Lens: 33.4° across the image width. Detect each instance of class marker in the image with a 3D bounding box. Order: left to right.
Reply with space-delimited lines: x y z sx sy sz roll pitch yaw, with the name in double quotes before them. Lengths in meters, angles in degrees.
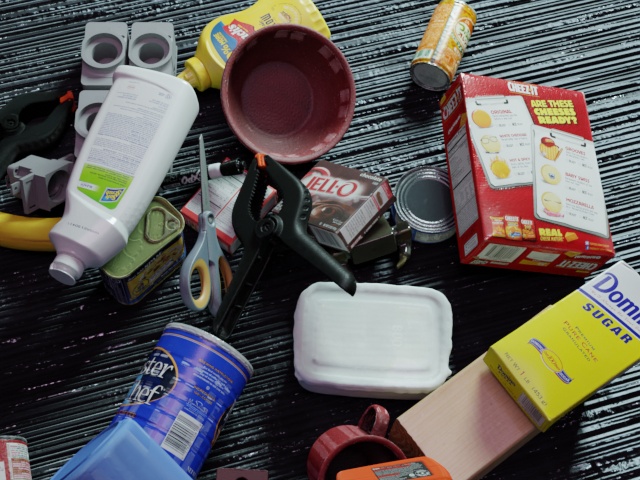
"marker" -0.138 -0.073 1.203 0.121 0.020 0.020 -10 62 22

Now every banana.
"banana" -0.311 -0.016 1.191 0.197 0.037 0.069 -3 37 -7

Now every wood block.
"wood block" 0.179 0.170 1.089 0.206 0.090 0.091 -34 70 -17

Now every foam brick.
"foam brick" -0.079 0.268 1.053 0.053 0.051 0.078 3 64 -1

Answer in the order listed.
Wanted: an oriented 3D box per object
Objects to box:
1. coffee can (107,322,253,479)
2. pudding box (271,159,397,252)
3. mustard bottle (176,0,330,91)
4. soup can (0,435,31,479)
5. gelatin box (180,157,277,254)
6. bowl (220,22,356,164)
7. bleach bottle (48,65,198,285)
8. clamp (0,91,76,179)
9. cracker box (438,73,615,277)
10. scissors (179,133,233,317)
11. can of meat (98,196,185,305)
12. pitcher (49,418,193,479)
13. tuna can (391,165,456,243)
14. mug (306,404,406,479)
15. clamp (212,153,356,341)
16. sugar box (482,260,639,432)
"coffee can" -0.144 0.168 1.069 0.103 0.103 0.140 24 66 9
"pudding box" 0.015 -0.040 1.184 0.114 0.039 0.090 21 61 44
"mustard bottle" -0.090 -0.232 1.288 0.191 0.058 0.096 -32 81 -15
"soup can" -0.315 0.250 1.043 0.068 0.068 0.102 -12 66 -8
"gelatin box" -0.103 -0.040 1.211 0.073 0.030 0.089 33 68 14
"bowl" -0.043 -0.167 1.240 0.162 0.055 0.162 0 90 -18
"bleach bottle" -0.220 -0.066 1.116 0.103 0.068 0.250 14 60 16
"clamp" -0.356 -0.116 1.232 0.171 0.039 0.120 -25 69 -14
"cracker box" 0.228 -0.072 1.199 0.164 0.072 0.213 6 62 -19
"scissors" -0.131 -0.011 1.138 0.016 0.096 0.202 -10 95 28
"can of meat" -0.193 0.013 1.152 0.102 0.084 0.057 -41 72 -19
"pitcher" -0.139 0.287 0.943 0.145 0.149 0.243 -39 95 15
"tuna can" 0.124 -0.040 1.218 0.086 0.034 0.086 1 64 -2
"mug" 0.037 0.217 1.046 0.093 0.081 0.117 18 88 -13
"clamp" -0.057 0.001 1.141 0.165 0.036 0.210 -26 55 14
"sugar box" 0.258 0.101 1.050 0.176 0.048 0.093 -32 71 -15
